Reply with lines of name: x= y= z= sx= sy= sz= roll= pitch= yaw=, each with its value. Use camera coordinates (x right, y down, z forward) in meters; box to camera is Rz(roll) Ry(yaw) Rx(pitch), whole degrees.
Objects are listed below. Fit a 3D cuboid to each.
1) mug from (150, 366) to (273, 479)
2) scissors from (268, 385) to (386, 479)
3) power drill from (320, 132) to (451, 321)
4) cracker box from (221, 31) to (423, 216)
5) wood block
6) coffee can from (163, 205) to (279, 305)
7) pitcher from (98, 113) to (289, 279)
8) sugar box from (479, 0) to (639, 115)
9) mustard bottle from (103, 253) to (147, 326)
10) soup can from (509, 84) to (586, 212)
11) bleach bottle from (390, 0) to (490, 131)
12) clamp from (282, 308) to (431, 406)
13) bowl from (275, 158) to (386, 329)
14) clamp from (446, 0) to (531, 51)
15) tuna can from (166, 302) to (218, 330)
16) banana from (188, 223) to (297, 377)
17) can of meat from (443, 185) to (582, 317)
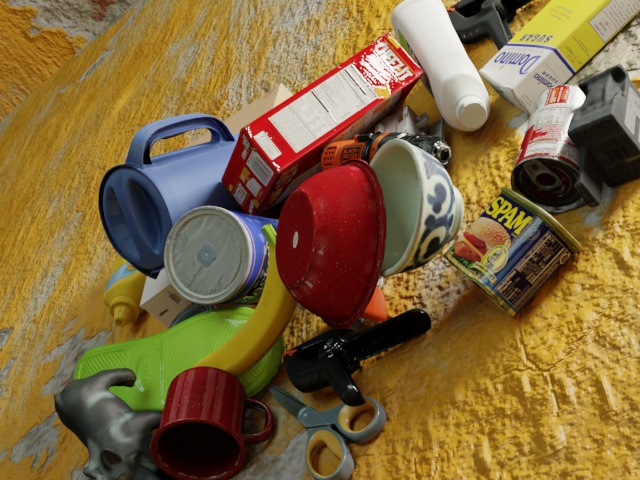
mug: x=-0.104 y=0.179 z=1.055 sx=0.117 sy=0.093 sz=0.081 roll=-3 pitch=37 yaw=5
scissors: x=0.005 y=0.157 z=0.998 sx=0.096 sy=0.016 sz=0.202 roll=-42 pitch=25 yaw=5
power drill: x=0.050 y=-0.017 z=1.063 sx=0.185 sy=0.057 sz=0.187 roll=2 pitch=75 yaw=58
cracker box: x=-0.003 y=-0.128 z=1.213 sx=0.213 sy=0.072 sz=0.164 roll=-36 pitch=-6 yaw=-21
wood block: x=-0.109 y=-0.116 z=1.490 sx=0.206 sy=0.090 sz=0.090 roll=-28 pitch=30 yaw=32
coffee can: x=-0.091 y=0.020 z=1.166 sx=0.103 sy=0.103 sz=0.140 roll=-38 pitch=-17 yaw=17
pitcher: x=-0.141 y=-0.069 z=1.311 sx=0.242 sy=0.145 sz=0.149 roll=-26 pitch=-11 yaw=-44
sugar box: x=0.257 y=-0.218 z=1.131 sx=0.176 sy=0.048 sz=0.093 roll=-42 pitch=25 yaw=5
mustard bottle: x=-0.262 y=0.052 z=1.512 sx=0.096 sy=0.058 sz=0.191 roll=-31 pitch=29 yaw=26
soup can: x=0.217 y=-0.085 z=0.970 sx=0.069 sy=0.068 sz=0.102 roll=-20 pitch=35 yaw=43
bleach bottle: x=0.142 y=-0.196 z=1.208 sx=0.068 sy=0.102 sz=0.251 roll=-23 pitch=29 yaw=6
clamp: x=0.028 y=0.106 z=1.011 sx=0.120 sy=0.039 sz=0.172 roll=-35 pitch=17 yaw=-25
bowl: x=0.000 y=0.001 z=0.989 sx=0.162 sy=0.055 sz=0.162 roll=-174 pitch=90 yaw=-66
clamp: x=0.225 y=-0.286 z=1.291 sx=0.164 sy=0.036 sz=0.210 roll=-49 pitch=25 yaw=-7
tuna can: x=-0.150 y=0.112 z=1.279 sx=0.086 sy=0.033 sz=0.086 roll=-36 pitch=27 yaw=21
banana: x=-0.070 y=0.082 z=1.080 sx=0.198 sy=0.070 sz=0.037 roll=-61 pitch=-17 yaw=12
can of meat: x=0.164 y=0.009 z=0.926 sx=0.084 sy=0.057 sz=0.102 roll=-48 pitch=24 yaw=3
